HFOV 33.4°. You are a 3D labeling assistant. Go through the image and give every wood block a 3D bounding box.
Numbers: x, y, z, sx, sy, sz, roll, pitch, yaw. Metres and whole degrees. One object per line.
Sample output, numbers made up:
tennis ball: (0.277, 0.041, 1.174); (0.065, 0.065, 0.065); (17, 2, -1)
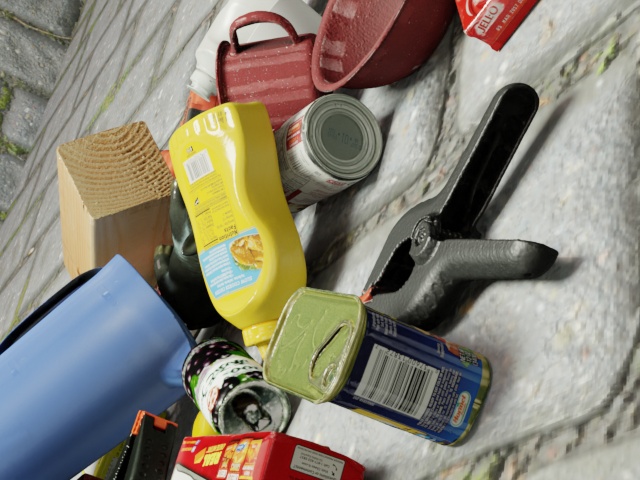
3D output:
wood block: (-0.203, -0.013, 1.063); (0.091, 0.090, 0.206); (59, 155, 23)

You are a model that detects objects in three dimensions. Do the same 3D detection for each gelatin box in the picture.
gelatin box: (0.118, -0.177, 0.689); (0.073, 0.030, 0.089); (-52, 25, 33)

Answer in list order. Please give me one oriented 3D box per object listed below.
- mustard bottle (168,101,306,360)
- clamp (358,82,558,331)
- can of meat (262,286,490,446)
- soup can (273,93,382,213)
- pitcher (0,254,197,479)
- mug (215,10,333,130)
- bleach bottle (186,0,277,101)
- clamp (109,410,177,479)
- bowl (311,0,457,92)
mustard bottle: (-0.055, 0.001, 0.789); (0.096, 0.058, 0.191); (-23, 79, 47)
clamp: (0.074, -0.009, 0.603); (0.172, 0.039, 0.120); (-37, 34, 52)
can of meat: (0.028, 0.068, 0.568); (0.102, 0.083, 0.057); (2, 69, 68)
soup can: (-0.006, -0.065, 0.814); (0.102, 0.068, 0.068); (-25, 45, 59)
pitcher: (-0.224, 0.128, 0.894); (0.242, 0.145, 0.149); (-38, 1, -13)
mug: (-0.038, -0.137, 0.885); (0.093, 0.081, 0.117); (-82, -19, -53)
bleach bottle: (-0.049, -0.248, 1.043); (0.251, 0.068, 0.102); (-56, 5, -2)
clamp: (-0.147, 0.218, 0.720); (0.165, 0.036, 0.210); (-46, 24, 51)
bowl: (0.057, -0.174, 0.797); (0.162, 0.055, 0.162); (-50, 26, 35)
